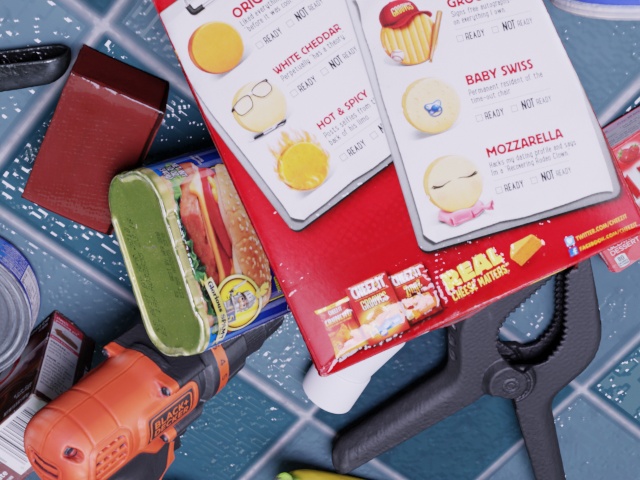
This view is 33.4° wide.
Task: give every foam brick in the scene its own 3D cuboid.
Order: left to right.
[{"bbox_3d":[-0.119,-0.054,0.568,0.051,0.053,0.078,22,112,-15],"label":"foam brick"}]

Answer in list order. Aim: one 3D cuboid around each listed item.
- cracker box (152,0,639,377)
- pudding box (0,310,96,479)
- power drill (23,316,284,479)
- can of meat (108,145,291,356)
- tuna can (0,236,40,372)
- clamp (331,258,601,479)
[{"bbox_3d":[0.029,-0.066,0.503,0.164,0.072,0.214,-24,87,-5],"label":"cracker box"},{"bbox_3d":[-0.185,0.106,0.622,0.114,0.090,0.039,-39,115,14],"label":"pudding box"},{"bbox_3d":[-0.090,0.123,0.616,0.057,0.184,0.188,28,130,27],"label":"power drill"},{"bbox_3d":[-0.054,0.001,0.551,0.083,0.058,0.102,-22,97,-39],"label":"can of meat"},{"bbox_3d":[-0.206,0.036,0.614,0.086,0.034,0.086,-1,114,-2],"label":"tuna can"},{"bbox_3d":[0.122,0.088,0.665,0.164,0.036,0.210,22,113,-14],"label":"clamp"}]
